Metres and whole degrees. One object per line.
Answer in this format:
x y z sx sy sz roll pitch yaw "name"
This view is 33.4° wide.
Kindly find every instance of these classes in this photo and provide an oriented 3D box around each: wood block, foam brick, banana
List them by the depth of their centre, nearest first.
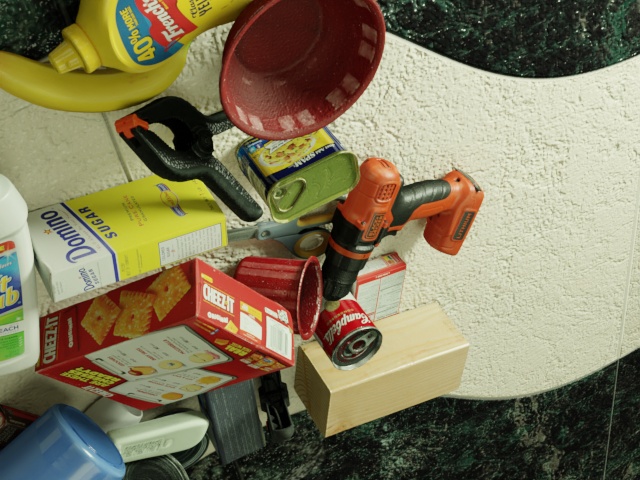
-0.198 -0.145 0.931 0.197 0.037 0.069 -15 110 -28 "banana"
-0.005 -0.199 1.003 0.052 0.051 0.078 20 115 -45 "foam brick"
0.079 0.165 1.390 0.205 0.090 0.091 -16 136 -23 "wood block"

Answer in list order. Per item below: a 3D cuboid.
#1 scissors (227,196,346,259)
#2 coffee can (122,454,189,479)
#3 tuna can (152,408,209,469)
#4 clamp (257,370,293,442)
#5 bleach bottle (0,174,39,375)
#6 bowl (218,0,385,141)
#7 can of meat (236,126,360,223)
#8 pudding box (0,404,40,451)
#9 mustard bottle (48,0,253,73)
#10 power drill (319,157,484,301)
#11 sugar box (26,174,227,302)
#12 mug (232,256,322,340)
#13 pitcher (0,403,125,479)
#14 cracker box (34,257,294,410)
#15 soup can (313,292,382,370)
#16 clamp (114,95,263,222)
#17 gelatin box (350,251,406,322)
-0.058 0.001 1.188 0.201 0.016 0.096 -20 138 -19 "scissors"
-0.234 0.323 1.276 0.102 0.103 0.141 10 138 -42 "coffee can"
-0.181 0.251 1.325 0.086 0.034 0.086 -20 138 -20 "tuna can"
-0.055 0.197 1.291 0.036 0.164 0.210 -9 145 -5 "clamp"
-0.310 0.024 0.961 0.102 0.068 0.251 -8 138 -17 "bleach bottle"
-0.025 -0.167 0.931 0.162 0.055 0.162 -21 141 -19 "bowl"
-0.025 -0.077 1.082 0.102 0.084 0.057 -27 140 -12 "can of meat"
-0.353 0.239 1.184 0.113 0.039 0.089 -46 140 10 "pudding box"
-0.140 -0.195 0.889 0.191 0.058 0.096 -34 139 -13 "mustard bottle"
0.091 -0.013 1.235 0.187 0.057 0.185 -7 131 -40 "power drill"
-0.188 -0.010 1.020 0.176 0.093 0.048 -18 136 -23 "sugar box"
-0.046 0.055 1.188 0.081 0.117 0.093 5 115 16 "mug"
-0.318 0.299 1.124 0.243 0.145 0.149 -44 132 -2 "pitcher"
-0.159 0.102 1.101 0.214 0.072 0.164 -19 148 28 "cracker box"
0.020 0.095 1.268 0.068 0.102 0.068 -20 138 -20 "soup can"
-0.112 -0.078 0.990 0.171 0.120 0.039 1 163 -46 "clamp"
0.065 0.063 1.327 0.073 0.030 0.089 -17 137 -24 "gelatin box"
